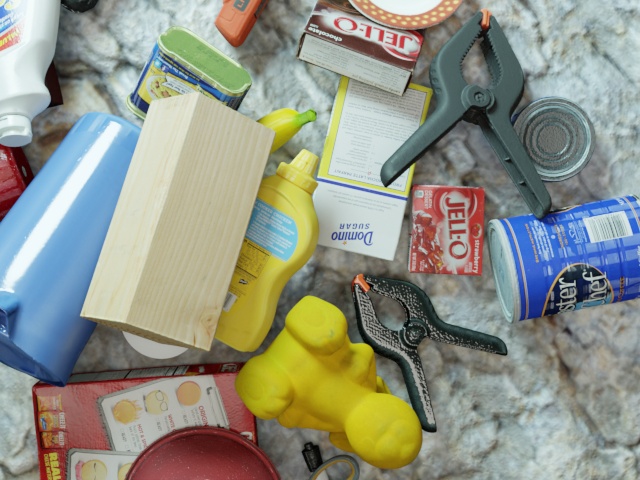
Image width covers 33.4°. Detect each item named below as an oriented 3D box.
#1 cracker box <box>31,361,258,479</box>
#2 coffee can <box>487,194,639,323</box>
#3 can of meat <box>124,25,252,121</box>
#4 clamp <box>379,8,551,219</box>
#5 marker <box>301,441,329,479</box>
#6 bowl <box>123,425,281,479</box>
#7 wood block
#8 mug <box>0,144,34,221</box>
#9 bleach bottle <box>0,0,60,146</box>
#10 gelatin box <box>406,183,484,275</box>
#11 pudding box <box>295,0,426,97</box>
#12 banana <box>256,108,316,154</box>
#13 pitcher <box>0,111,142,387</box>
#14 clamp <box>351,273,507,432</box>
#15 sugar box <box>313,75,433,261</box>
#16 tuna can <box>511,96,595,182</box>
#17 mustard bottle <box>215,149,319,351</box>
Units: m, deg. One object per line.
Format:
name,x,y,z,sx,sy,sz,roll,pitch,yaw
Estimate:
cracker box,-0.168,0.210,1.062,0.213,0.072,0.164,-4,95,-1
coffee can,0.242,0.018,1.034,0.140,0.103,0.103,-11,93,0
can of meat,-0.126,-0.145,1.029,0.102,0.057,0.084,34,128,-1
clamp,0.137,-0.126,1.018,0.164,0.036,0.210,5,70,-11
marker,0.007,0.264,1.090,0.020,0.020,0.121,-19,93,1
bowl,-0.112,0.260,1.003,0.162,0.055,0.162,0,96,-2
wood block,-0.125,-0.016,0.944,0.090,0.090,0.206,24,76,-35
mug,-0.328,-0.064,1.029,0.081,0.117,0.093,-21,52,-4
bleach bottle,-0.285,-0.210,1.000,0.102,0.068,0.251,-10,73,5
gelatin box,0.126,-0.011,1.068,0.073,0.030,0.089,2,93,0
pudding box,0.041,-0.193,1.029,0.113,0.090,0.039,18,133,1
banana,-0.090,-0.072,1.046,0.198,0.069,0.037,-40,98,1
pitcher,-0.238,0.007,1.002,0.145,0.149,0.242,46,63,-38
clamp,0.090,0.106,1.067,0.171,0.039,0.120,36,74,2
sugar box,0.046,-0.075,1.058,0.093,0.048,0.176,13,96,-3
tuna can,0.228,-0.100,1.061,0.086,0.034,0.086,0,93,0
mustard bottle,-0.056,0.001,0.999,0.096,0.058,0.191,31,93,18
